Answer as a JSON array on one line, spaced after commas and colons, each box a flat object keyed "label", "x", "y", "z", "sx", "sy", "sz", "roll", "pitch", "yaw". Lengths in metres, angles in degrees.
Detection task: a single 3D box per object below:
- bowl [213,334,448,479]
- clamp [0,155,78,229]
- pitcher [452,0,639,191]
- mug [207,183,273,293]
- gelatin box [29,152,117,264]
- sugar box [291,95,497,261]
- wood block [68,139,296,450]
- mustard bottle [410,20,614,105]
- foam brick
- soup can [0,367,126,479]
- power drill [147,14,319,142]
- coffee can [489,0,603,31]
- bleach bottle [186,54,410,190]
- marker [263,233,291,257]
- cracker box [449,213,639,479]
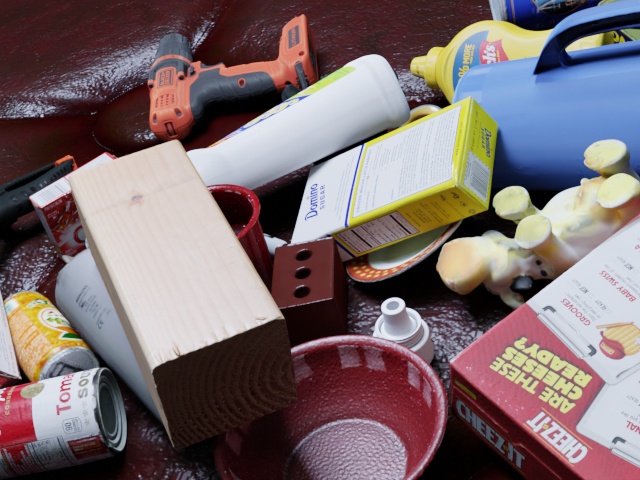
[{"label": "bowl", "x": 0.011, "y": 0.140, "z": 0.729, "sx": 0.162, "sy": 0.055, "sz": 0.162, "roll": -11, "pitch": 39, "yaw": 8}, {"label": "clamp", "x": -0.318, "y": -0.028, "z": 1.046, "sx": 0.209, "sy": 0.036, "sz": 0.165, "roll": -32, "pitch": 21, "yaw": -32}, {"label": "pitcher", "x": 0.230, "y": -0.106, "z": 0.862, "sx": 0.243, "sy": 0.149, "sz": 0.144, "roll": 0, "pitch": 1, "yaw": 33}, {"label": "mug", "x": -0.087, "y": 0.020, "z": 0.892, "sx": 0.093, "sy": 0.081, "sz": 0.117, "roll": -5, "pitch": 39, "yaw": 15}, {"label": "gelatin box", "x": -0.219, "y": -0.030, "z": 1.010, "sx": 0.089, "sy": 0.073, "sz": 0.030, "roll": -34, "pitch": 42, "yaw": -22}, {"label": "sugar box", "x": 0.059, "y": -0.043, "z": 0.878, "sx": 0.177, "sy": 0.048, "sz": 0.093, "roll": -23, "pitch": 41, "yaw": 41}, {"label": "wood block", "x": -0.100, "y": 0.031, "z": 0.750, "sx": 0.090, "sy": 0.090, "sz": 0.206, "roll": -20, "pitch": 45, "yaw": -14}, {"label": "mustard bottle", "x": 0.173, "y": -0.157, "z": 1.000, "sx": 0.192, "sy": 0.096, "sz": 0.058, "roll": 10, "pitch": 15, "yaw": 32}, {"label": "foam brick", "x": -0.008, "y": 0.044, "z": 0.856, "sx": 0.053, "sy": 0.051, "sz": 0.078, "roll": -10, "pitch": 39, "yaw": 9}, {"label": "soup can", "x": -0.205, "y": 0.138, "z": 0.804, "sx": 0.102, "sy": 0.068, "sz": 0.068, "roll": -13, "pitch": 38, "yaw": 5}, {"label": "power drill", "x": -0.098, "y": -0.189, "z": 1.173, "sx": 0.188, "sy": 0.057, "sz": 0.184, "roll": -15, "pitch": 42, "yaw": 7}, {"label": "coffee can", "x": 0.247, "y": -0.276, "z": 1.110, "sx": 0.140, "sy": 0.103, "sz": 0.103, "roll": -12, "pitch": 38, "yaw": 7}, {"label": "bleach bottle", "x": -0.050, "y": -0.081, "z": 0.953, "sx": 0.250, "sy": 0.068, "sz": 0.103, "roll": -28, "pitch": 12, "yaw": -7}, {"label": "marker", "x": -0.056, "y": 0.001, "z": 0.953, "sx": 0.121, "sy": 0.020, "sz": 0.020, "roll": 19, "pitch": 50, "yaw": 37}, {"label": "cracker box", "x": 0.215, "y": 0.085, "z": 0.690, "sx": 0.213, "sy": 0.072, "sz": 0.164, "roll": -35, "pitch": 53, "yaw": -21}]
